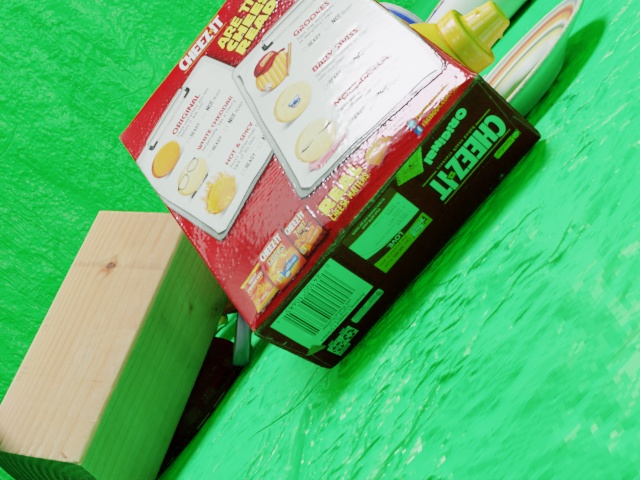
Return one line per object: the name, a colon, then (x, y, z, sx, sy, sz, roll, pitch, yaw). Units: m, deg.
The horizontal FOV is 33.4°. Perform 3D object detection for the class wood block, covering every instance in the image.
wood block: (-0.150, 0.086, 0.788, 0.091, 0.090, 0.206, 3, 54, 26)

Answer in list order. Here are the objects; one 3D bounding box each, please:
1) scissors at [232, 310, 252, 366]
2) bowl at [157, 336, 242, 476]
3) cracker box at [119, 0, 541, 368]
scissors: (-0.062, 0.057, 0.879, 0.202, 0.016, 0.096, 116, 159, -81)
bowl: (-0.128, 0.131, 0.874, 0.162, 0.055, 0.162, -50, 7, 8)
cracker box: (-0.007, -0.057, 0.593, 0.164, 0.072, 0.214, -50, 42, 8)
